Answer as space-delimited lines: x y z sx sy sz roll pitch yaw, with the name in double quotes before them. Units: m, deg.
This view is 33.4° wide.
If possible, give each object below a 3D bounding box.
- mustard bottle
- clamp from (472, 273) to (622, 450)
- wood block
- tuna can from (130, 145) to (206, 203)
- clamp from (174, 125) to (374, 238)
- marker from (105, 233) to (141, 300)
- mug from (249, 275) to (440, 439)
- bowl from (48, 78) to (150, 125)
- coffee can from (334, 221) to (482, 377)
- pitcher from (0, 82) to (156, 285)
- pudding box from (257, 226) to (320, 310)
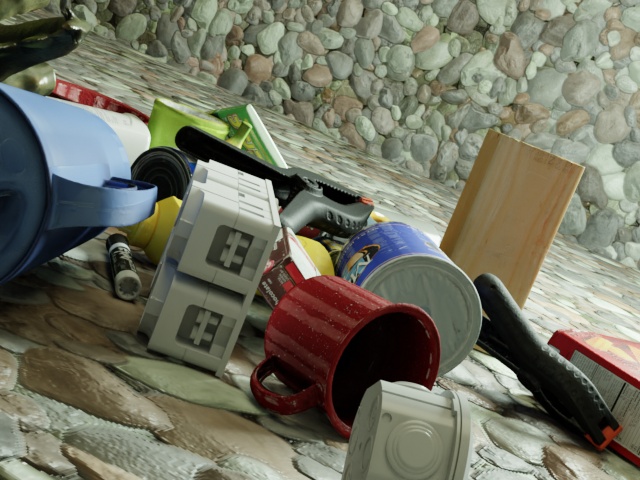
"mustard bottle" -0.088 0.005 0.911 0.191 0.058 0.096 18 15 -23
"clamp" 0.179 0.106 0.905 0.171 0.039 0.120 51 -8 9
"wood block" 0.177 0.000 1.084 0.090 0.206 0.091 21 10 -4
"tuna can" -0.140 -0.044 0.982 0.086 0.086 0.033 28 13 31
"clamp" -0.028 -0.046 0.984 0.165 0.036 0.209 43 21 29
"marker" -0.151 0.018 0.816 0.020 0.020 0.121 19 10 -19
"mug" 0.008 0.076 0.687 0.117 0.093 0.082 -27 32 -27
"bowl" -0.293 -0.152 1.327 0.162 0.055 0.162 21 10 -4
"coffee can" 0.069 0.047 0.896 0.102 0.103 0.140 20 10 -10
"pitcher" -0.196 -0.038 0.708 0.149 0.145 0.242 51 7 -1
"pudding box" -0.015 0.043 0.809 0.090 0.039 0.113 56 5 -12
